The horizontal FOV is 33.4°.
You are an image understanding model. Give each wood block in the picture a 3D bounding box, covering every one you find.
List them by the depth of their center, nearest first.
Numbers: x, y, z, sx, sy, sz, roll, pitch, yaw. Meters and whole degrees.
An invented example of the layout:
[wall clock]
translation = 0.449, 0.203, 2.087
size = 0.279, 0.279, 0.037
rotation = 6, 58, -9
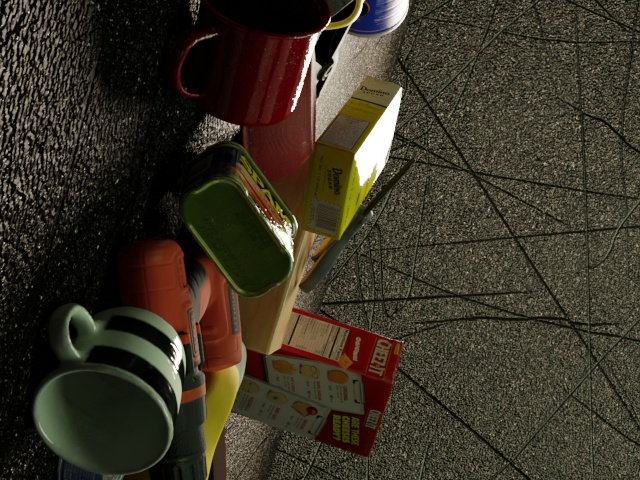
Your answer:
[wood block]
translation = -0.058, 0.001, 1.081
size = 0.091, 0.090, 0.206
rotation = 8, 99, -85

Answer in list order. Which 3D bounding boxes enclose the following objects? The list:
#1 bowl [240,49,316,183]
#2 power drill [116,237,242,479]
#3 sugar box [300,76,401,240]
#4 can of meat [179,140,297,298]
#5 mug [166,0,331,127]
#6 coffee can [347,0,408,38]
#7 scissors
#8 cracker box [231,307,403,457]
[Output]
[bowl]
translation = -0.033, -0.119, 0.893
size = 0.162, 0.055, 0.162
rotation = 1, 89, -88
[power drill]
translation = -0.100, 0.082, 0.797
size = 0.187, 0.057, 0.184
rotation = -62, 147, -83
[sugar box]
translation = 0.032, -0.082, 1.019
size = 0.176, 0.048, 0.093
rotation = -54, 158, -55
[can of meat]
translation = -0.062, -0.016, 0.804
size = 0.057, 0.102, 0.084
rotation = -32, -162, 10
[mug]
translation = -0.056, -0.129, 0.732
size = 0.117, 0.093, 0.082
rotation = -26, 147, -40
[coffee can]
translation = 0.056, -0.312, 1.224
size = 0.140, 0.103, 0.102
rotation = 92, 15, -70
[scissors]
translation = 0.029, -0.007, 1.043
size = 0.096, 0.016, 0.202
rotation = -58, -173, -29
[cracker box]
translation = -0.024, 0.155, 1.251
size = 0.164, 0.214, 0.072
rotation = 101, 7, -48
